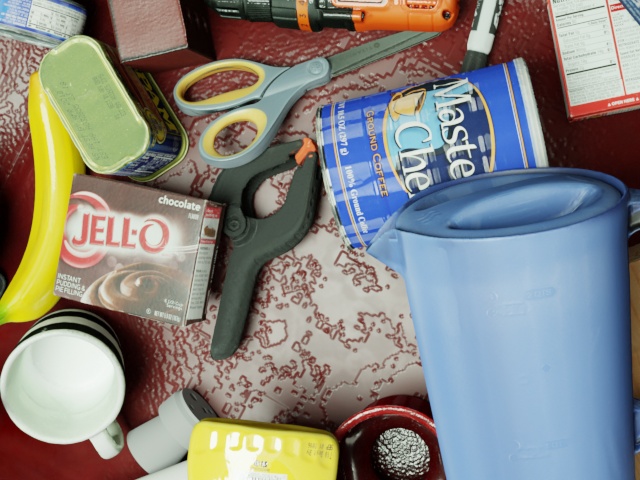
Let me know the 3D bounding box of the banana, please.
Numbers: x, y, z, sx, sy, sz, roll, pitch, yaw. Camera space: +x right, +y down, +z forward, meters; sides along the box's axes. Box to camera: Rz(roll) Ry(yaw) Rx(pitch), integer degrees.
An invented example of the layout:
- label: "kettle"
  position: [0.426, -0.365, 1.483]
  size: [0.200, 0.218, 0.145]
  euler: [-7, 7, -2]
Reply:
- label: "banana"
  position: [-0.202, -0.024, 0.788]
  size: [0.037, 0.069, 0.198]
  euler: [4, 79, 24]

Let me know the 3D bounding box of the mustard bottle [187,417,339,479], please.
- label: "mustard bottle"
  position: [-0.045, 0.214, 0.681]
  size: [0.096, 0.058, 0.191]
  euler: [6, 85, -1]

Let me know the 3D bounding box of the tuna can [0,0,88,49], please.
- label: "tuna can"
  position: [-0.214, -0.163, 0.776]
  size: [0.086, 0.086, 0.034]
  euler: [15, 93, 9]

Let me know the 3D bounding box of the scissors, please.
- label: "scissors"
  position: [-0.008, -0.103, 0.762]
  size: [0.202, 0.016, 0.096]
  euler: [-6, 66, 10]

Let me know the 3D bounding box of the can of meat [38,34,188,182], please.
- label: "can of meat"
  position: [-0.149, -0.094, 0.767]
  size: [0.057, 0.084, 0.102]
  euler: [-32, 86, 9]

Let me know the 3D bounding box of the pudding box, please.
- label: "pudding box"
  position: [-0.129, 0.006, 0.759]
  size: [0.114, 0.039, 0.090]
  euler: [11, 94, 19]

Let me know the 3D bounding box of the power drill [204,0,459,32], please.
- label: "power drill"
  position: [0.011, -0.240, 0.749]
  size: [0.184, 0.057, 0.188]
  euler: [5, 95, 8]

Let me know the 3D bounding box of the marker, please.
- label: "marker"
  position: [0.118, -0.164, 0.749]
  size: [0.020, 0.020, 0.121]
  euler: [15, 95, 9]

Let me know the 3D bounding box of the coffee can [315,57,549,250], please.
- label: "coffee can"
  position: [0.078, -0.057, 0.718]
  size: [0.140, 0.102, 0.103]
  euler: [-12, 90, 11]

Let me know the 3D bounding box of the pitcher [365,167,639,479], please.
- label: "pitcher"
  position: [0.134, 0.083, 0.630]
  size: [0.144, 0.149, 0.243]
  euler: [-22, 110, -32]

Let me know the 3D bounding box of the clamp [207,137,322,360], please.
- label: "clamp"
  position: [-0.055, 0.001, 0.776]
  size: [0.171, 0.039, 0.120]
  euler: [-39, 84, 13]

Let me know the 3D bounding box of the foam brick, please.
- label: "foam brick"
  position: [-0.112, -0.152, 0.762]
  size: [0.051, 0.078, 0.053]
  euler: [-11, 92, 10]

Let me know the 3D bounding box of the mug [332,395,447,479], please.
- label: "mug"
  position: [0.047, 0.163, 0.742]
  size: [0.093, 0.081, 0.117]
  euler: [33, 97, 7]
